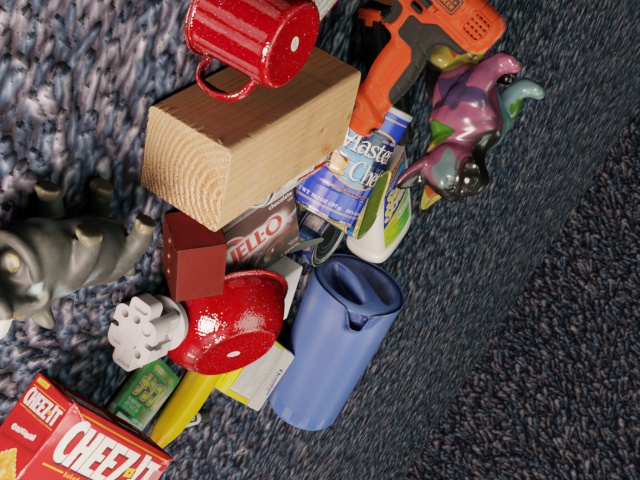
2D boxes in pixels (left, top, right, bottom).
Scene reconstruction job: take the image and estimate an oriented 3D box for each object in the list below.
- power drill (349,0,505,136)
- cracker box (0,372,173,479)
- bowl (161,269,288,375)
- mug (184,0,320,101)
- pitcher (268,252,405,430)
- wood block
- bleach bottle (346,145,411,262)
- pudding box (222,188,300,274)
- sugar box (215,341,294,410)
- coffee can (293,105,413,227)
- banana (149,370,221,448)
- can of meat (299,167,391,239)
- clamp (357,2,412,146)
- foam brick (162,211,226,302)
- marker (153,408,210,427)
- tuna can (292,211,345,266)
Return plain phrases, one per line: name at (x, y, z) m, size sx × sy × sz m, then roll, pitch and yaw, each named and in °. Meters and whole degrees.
power drill at (0.061, -0.212, 1.064) m, size 0.188 × 0.184 × 0.057 m, roll -46°, pitch -177°, yaw 21°
cracker box at (-0.260, 0.255, 1.004) m, size 0.213 × 0.072 × 0.164 m, roll -55°, pitch 141°, yaw -9°
bowl at (-0.100, 0.098, 1.139) m, size 0.162 × 0.055 × 0.162 m, roll -20°, pitch 153°, yaw -11°
mug at (-0.061, -0.171, 0.901) m, size 0.117 × 0.082 × 0.093 m, roll -58°, pitch 161°, yaw -1°
pitcher at (0.014, 0.142, 1.508) m, size 0.148 × 0.145 × 0.243 m, roll -14°, pitch 138°, yaw -47°
wood block at (-0.061, -0.105, 0.987) m, size 0.205 × 0.091 × 0.090 m, roll -38°, pitch 152°, yaw -45°
bleach bottle at (0.074, -0.075, 1.405) m, size 0.102 × 0.068 × 0.251 m, roll -53°, pitch 158°, yaw -22°
pudding box at (-0.076, -0.005, 1.138) m, size 0.113 × 0.039 × 0.090 m, roll -39°, pitch 145°, yaw -26°
sugar box at (-0.092, 0.161, 1.379) m, size 0.093 × 0.048 × 0.176 m, roll -56°, pitch 164°, yaw -8°
coffee can at (0.025, -0.100, 1.184) m, size 0.140 × 0.103 × 0.102 m, roll -62°, pitch 160°, yaw 10°
banana at (-0.143, 0.158, 1.255) m, size 0.198 × 0.037 × 0.069 m, roll -60°, pitch 164°, yaw -3°
can of meat at (0.030, -0.062, 1.282) m, size 0.057 × 0.084 × 0.102 m, roll -38°, pitch 152°, yaw -45°
clamp at (0.093, -0.225, 1.240) m, size 0.164 × 0.036 × 0.209 m, roll -70°, pitch 154°, yaw -15°
foam brick at (-0.123, 0.014, 1.041) m, size 0.051 × 0.053 × 0.078 m, roll -8°, pitch 138°, yaw -17°
marker at (-0.169, 0.223, 1.321) m, size 0.020 × 0.020 × 0.121 m, roll -61°, pitch 161°, yaw 7°
tuna can at (0.000, -0.010, 1.362) m, size 0.086 × 0.034 × 0.086 m, roll -48°, pitch 158°, yaw -27°
